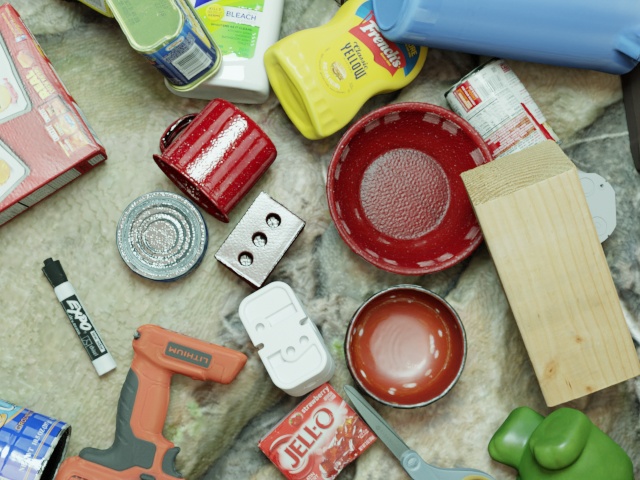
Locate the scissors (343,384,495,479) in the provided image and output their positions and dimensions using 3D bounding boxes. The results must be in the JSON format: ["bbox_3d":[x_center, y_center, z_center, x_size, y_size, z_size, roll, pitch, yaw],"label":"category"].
[{"bbox_3d":[0.104,0.202,0.993,0.096,0.016,0.202,-26,97,-11],"label":"scissors"}]

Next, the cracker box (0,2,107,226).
[{"bbox_3d":[-0.330,-0.091,0.986,0.213,0.072,0.164,-33,87,-4],"label":"cracker box"}]

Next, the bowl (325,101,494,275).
[{"bbox_3d":[0.083,-0.047,1.006,0.162,0.055,0.162,0,87,-4],"label":"bowl"}]

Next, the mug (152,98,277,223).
[{"bbox_3d":[-0.102,-0.082,0.994,0.117,0.093,0.081,33,77,37],"label":"mug"}]

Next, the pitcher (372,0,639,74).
[{"bbox_3d":[0.173,-0.231,0.968,0.242,0.149,0.145,2,91,-18],"label":"pitcher"}]

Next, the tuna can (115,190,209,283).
[{"bbox_3d":[-0.148,-0.003,1.005,0.086,0.034,0.086,0,85,-3],"label":"tuna can"}]

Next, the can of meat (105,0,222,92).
[{"bbox_3d":[-0.141,-0.192,0.936,0.057,0.084,0.102,-34,69,6],"label":"can of meat"}]

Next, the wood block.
[{"bbox_3d":[0.204,0.029,0.946,0.090,0.091,0.206,-21,110,7],"label":"wood block"}]

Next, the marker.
[{"bbox_3d":[-0.228,0.070,1.002,0.020,0.020,0.121,-29,87,-5],"label":"marker"}]

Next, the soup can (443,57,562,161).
[{"bbox_3d":[0.172,-0.115,1.011,0.068,0.068,0.102,-34,87,-5],"label":"soup can"}]

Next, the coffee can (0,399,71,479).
[{"bbox_3d":[-0.307,0.187,0.948,0.140,0.103,0.103,21,85,-1],"label":"coffee can"}]

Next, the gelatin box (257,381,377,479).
[{"bbox_3d":[-0.003,0.187,0.997,0.089,0.030,0.073,-43,88,-5],"label":"gelatin box"}]

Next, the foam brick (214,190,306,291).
[{"bbox_3d":[-0.057,0.001,0.999,0.053,0.051,0.078,35,85,1],"label":"foam brick"}]

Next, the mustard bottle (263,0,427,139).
[{"bbox_3d":[0.044,-0.179,1.000,0.191,0.058,0.096,-35,103,-24],"label":"mustard bottle"}]

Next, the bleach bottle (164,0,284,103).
[{"bbox_3d":[-0.082,-0.261,1.016,0.102,0.068,0.251,6,82,1],"label":"bleach bottle"}]

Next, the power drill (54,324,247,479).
[{"bbox_3d":[-0.132,0.182,0.979,0.184,0.057,0.187,20,84,-5],"label":"power drill"}]
